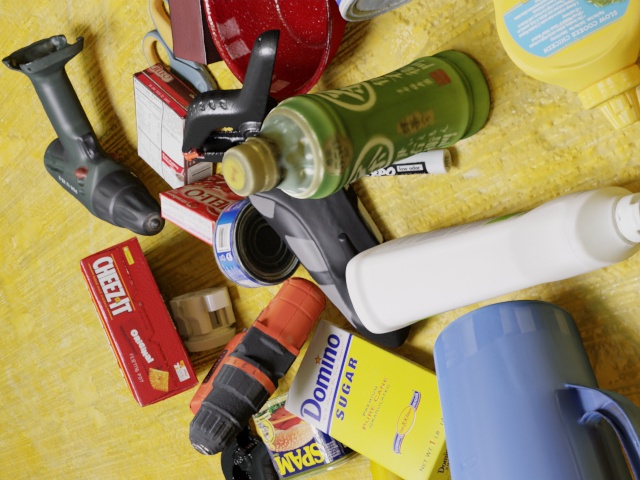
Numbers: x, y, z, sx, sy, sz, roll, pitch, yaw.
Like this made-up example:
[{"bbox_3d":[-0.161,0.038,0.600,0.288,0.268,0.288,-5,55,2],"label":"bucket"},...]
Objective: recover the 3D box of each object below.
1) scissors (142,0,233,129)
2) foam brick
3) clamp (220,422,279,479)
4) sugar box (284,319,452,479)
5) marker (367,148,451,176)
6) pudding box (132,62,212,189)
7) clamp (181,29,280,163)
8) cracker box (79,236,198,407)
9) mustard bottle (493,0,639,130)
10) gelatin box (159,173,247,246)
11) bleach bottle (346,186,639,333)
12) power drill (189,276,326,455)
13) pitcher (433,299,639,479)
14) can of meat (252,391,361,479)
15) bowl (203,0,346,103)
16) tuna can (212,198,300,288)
[{"bbox_3d":[-0.125,-0.151,1.061,0.096,0.016,0.202,-33,82,54],"label":"scissors"},{"bbox_3d":[-0.104,-0.207,0.978,0.051,0.052,0.078,21,124,43],"label":"foam brick"},{"bbox_3d":[-0.084,0.225,1.183,0.120,0.039,0.172,40,131,31],"label":"clamp"},{"bbox_3d":[0.052,0.143,0.942,0.176,0.048,0.093,22,88,40],"label":"sugar box"},{"bbox_3d":[0.047,-0.061,0.864,0.121,0.020,0.020,-1,108,29],"label":"marker"},{"bbox_3d":[-0.149,-0.109,1.080,0.090,0.039,0.113,43,145,30],"label":"pudding box"},{"bbox_3d":[-0.051,-0.105,0.872,0.210,0.164,0.036,-7,60,39],"label":"clamp"},{"bbox_3d":[-0.199,0.092,1.162,0.214,0.072,0.164,147,99,-79],"label":"cracker box"},{"bbox_3d":[0.154,-0.159,0.678,0.096,0.058,0.191,-27,87,21],"label":"mustard bottle"},{"bbox_3d":[-0.102,-0.032,1.047,0.089,0.073,0.030,26,127,40],"label":"gelatin box"},{"bbox_3d":[0.132,0.010,0.763,0.251,0.102,0.068,-19,92,53],"label":"bleach bottle"},{"bbox_3d":[-0.073,0.132,1.008,0.057,0.184,0.188,38,157,-3],"label":"power drill"},{"bbox_3d":[0.157,0.161,0.728,0.145,0.149,0.243,59,-162,-55],"label":"pitcher"},{"bbox_3d":[-0.013,0.188,1.058,0.102,0.057,0.084,-29,82,42],"label":"can of meat"},{"bbox_3d":[-0.029,-0.199,0.889,0.162,0.055,0.162,26,127,41],"label":"bowl"},{"bbox_3d":[-0.057,0.001,0.999,0.034,0.085,0.086,-8,102,50],"label":"tuna can"}]
